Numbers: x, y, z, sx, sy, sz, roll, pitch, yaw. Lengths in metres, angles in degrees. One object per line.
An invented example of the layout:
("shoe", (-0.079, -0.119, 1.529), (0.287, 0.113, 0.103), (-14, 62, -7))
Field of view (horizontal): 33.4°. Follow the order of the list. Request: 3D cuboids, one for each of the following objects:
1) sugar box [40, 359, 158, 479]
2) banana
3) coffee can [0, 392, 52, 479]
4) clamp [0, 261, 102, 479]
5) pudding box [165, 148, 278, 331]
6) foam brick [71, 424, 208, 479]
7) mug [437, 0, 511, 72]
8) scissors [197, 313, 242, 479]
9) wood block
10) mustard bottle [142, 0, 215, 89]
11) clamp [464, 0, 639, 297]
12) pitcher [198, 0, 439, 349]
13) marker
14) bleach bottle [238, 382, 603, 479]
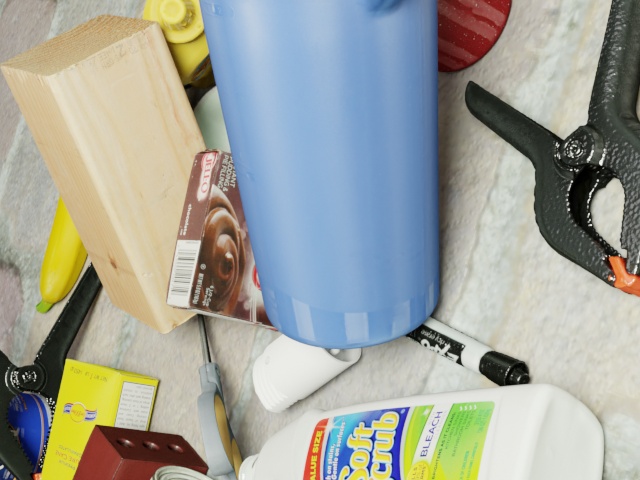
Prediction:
("sugar box", (-0.191, 0.191, 0.877), (0.094, 0.048, 0.176), (3, 77, 50))
("banana", (-0.240, -0.025, 1.021), (0.070, 0.037, 0.198), (7, 82, 50))
("coffee can", (-0.327, 0.180, 0.965), (0.103, 0.140, 0.103), (-21, 61, 44))
("clamp", (-0.250, 0.114, 0.939), (0.036, 0.164, 0.210), (151, 104, -67))
("pudding box", (-0.055, 0.001, 0.754), (0.039, 0.089, 0.113), (5, 81, 52))
("foam brick", (-0.135, 0.174, 0.792), (0.053, 0.078, 0.051), (35, 105, 50))
("mug", (0.069, -0.168, 0.678), (0.093, 0.081, 0.117), (5, 80, 50))
("scissors", (-0.075, 0.120, 0.781), (0.202, 0.016, 0.096), (-109, 4, -68))
("wood block", (-0.136, -0.049, 0.774), (0.091, 0.090, 0.206), (21, 137, 50))
("mustard bottle", (-0.093, -0.164, 0.803), (0.096, 0.058, 0.191), (-62, 1, 8))
("clamp", (0.138, -0.046, 0.586), (0.120, 0.039, 0.171), (-26, 58, 43))
("pitcher", (0.002, -0.068, 0.613), (0.145, 0.149, 0.243), (0, 118, 13))
("marker", (0.077, 0.061, 0.632), (0.121, 0.020, 0.020), (25, 96, 51))
("bleach bottle", (0.036, 0.141, 0.610), (0.251, 0.068, 0.102), (-16, 46, 47))
